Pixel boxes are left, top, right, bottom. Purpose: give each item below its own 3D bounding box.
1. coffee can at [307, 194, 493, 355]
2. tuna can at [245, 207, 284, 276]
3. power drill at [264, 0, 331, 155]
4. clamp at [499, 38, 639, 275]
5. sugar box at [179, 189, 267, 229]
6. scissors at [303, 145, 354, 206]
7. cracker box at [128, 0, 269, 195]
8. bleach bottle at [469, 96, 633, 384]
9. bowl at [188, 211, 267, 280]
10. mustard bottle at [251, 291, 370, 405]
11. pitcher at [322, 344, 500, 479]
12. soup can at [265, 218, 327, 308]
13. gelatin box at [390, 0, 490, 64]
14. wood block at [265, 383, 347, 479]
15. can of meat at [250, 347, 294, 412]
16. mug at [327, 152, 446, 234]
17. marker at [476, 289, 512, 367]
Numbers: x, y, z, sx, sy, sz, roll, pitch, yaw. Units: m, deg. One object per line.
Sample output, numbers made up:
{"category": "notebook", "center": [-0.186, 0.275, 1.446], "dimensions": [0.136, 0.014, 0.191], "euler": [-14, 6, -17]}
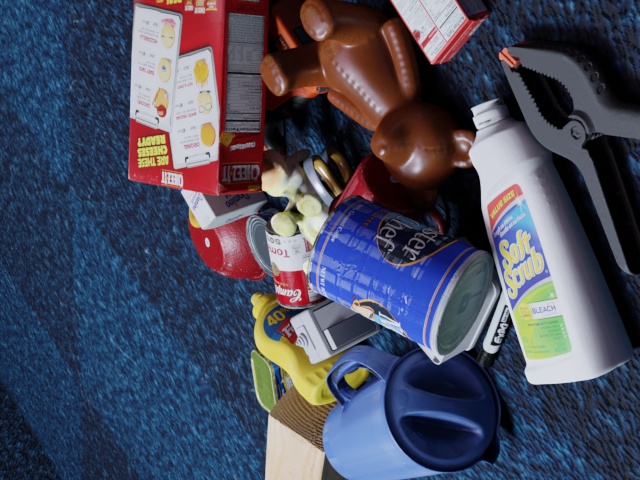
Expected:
{"category": "coffee can", "center": [0.074, 0.030, 0.985], "dimensions": [0.140, 0.102, 0.103], "euler": [26, 135, 25]}
{"category": "tuna can", "center": [-0.059, 0.002, 1.379], "dimensions": [0.086, 0.033, 0.086], "euler": [39, 142, 39]}
{"category": "power drill", "center": [-0.068, -0.183, 1.175], "dimensions": [0.184, 0.057, 0.188], "euler": [54, 137, 2]}
{"category": "clamp", "center": [0.217, -0.081, 0.851], "dimensions": [0.210, 0.036, 0.165], "euler": [48, 146, 33]}
{"category": "sugar box", "center": [-0.152, -0.105, 1.387], "dimensions": [0.048, 0.093, 0.176], "euler": [-39, 76, 48]}
{"category": "scissors", "center": [0.048, -0.026, 1.182], "dimensions": [0.016, 0.096, 0.201], "euler": [-26, 119, 27]}
{"category": "cracker box", "center": [-0.130, -0.163, 1.132], "dimensions": [0.164, 0.071, 0.214], "euler": [12, 103, 46]}
{"category": "bleach bottle", "center": [0.186, -0.002, 0.939], "dimensions": [0.103, 0.068, 0.251], "euler": [-20, 91, 61]}
{"category": "bowl", "center": [-0.136, -0.009, 1.478], "dimensions": [0.162, 0.055, 0.162], "euler": [39, 142, 39]}
{"category": "mustard bottle", "center": [-0.028, 0.124, 1.354], "dimensions": [0.192, 0.096, 0.058], "euler": [40, 144, 39]}
{"category": "pitcher", "center": [0.081, 0.199, 1.195], "dimensions": [0.243, 0.144, 0.149], "euler": [137, 124, -63]}
{"category": "soup can", "center": [-0.028, 0.023, 1.308], "dimensions": [0.069, 0.068, 0.102], "euler": [25, 131, 50]}
{"category": "gelatin box", "center": [0.103, -0.213, 0.949], "dimensions": [0.089, 0.030, 0.073], "euler": [59, 150, 11]}
{"category": "wood block", "center": [-0.011, 0.270, 1.402], "dimensions": [0.090, 0.090, 0.206], "euler": [32, 146, 18]}
{"category": "can of meat", "center": [-0.043, 0.174, 1.430], "dimensions": [0.058, 0.083, 0.102], "euler": [31, 136, 46]}
{"category": "mug", "center": [0.074, -0.032, 1.088], "dimensions": [0.117, 0.093, 0.082], "euler": [31, 141, 0]}
{"category": "marker", "center": [0.177, 0.087, 1.063], "dimensions": [0.020, 0.020, 0.121], "euler": [48, 147, 30]}
